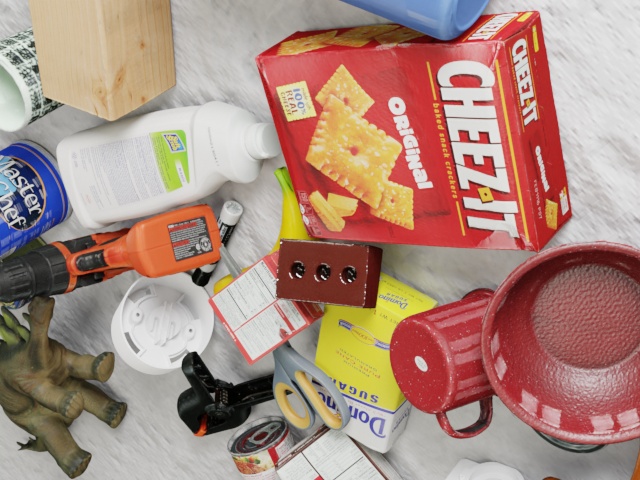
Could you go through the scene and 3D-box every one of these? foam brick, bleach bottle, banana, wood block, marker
[{"bbox_3d":[0.008,0.028,0.892,0.078,0.051,0.053,4,87,14],"label":"foam brick"},{"bbox_3d":[-0.136,-0.070,0.990,0.251,0.068,0.102,-5,110,39],"label":"bleach bottle"},{"bbox_3d":[-0.043,0.012,0.991,0.070,0.037,0.198,49,137,15],"label":"banana"},{"bbox_3d":[-0.190,-0.221,0.912,0.091,0.090,0.206,21,130,27],"label":"wood block"},{"bbox_3d":[-0.103,0.006,1.046,0.020,0.020,0.121,40,136,10],"label":"marker"}]

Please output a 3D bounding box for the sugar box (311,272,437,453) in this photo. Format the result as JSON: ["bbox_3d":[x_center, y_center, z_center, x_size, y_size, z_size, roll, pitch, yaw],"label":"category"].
[{"bbox_3d":[0.043,0.109,0.978,0.093,0.048,0.176,28,131,23],"label":"sugar box"}]

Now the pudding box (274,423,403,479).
[{"bbox_3d":[0.023,0.240,1.063,0.090,0.039,0.113,-40,92,14],"label":"pudding box"}]

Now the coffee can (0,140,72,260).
[{"bbox_3d":[-0.349,-0.032,1.133,0.103,0.140,0.103,21,130,27],"label":"coffee can"}]

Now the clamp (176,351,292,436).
[{"bbox_3d":[-0.094,0.166,1.119,0.120,0.039,0.172,14,149,-7],"label":"clamp"}]

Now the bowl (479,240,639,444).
[{"bbox_3d":[0.201,0.068,0.791,0.162,0.055,0.162,4,110,11],"label":"bowl"}]

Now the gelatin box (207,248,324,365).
[{"bbox_3d":[-0.049,0.060,0.962,0.089,0.030,0.073,-37,85,35],"label":"gelatin box"}]

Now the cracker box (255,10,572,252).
[{"bbox_3d":[0.068,-0.079,0.811,0.214,0.072,0.164,4,121,37],"label":"cracker box"}]

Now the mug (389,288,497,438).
[{"bbox_3d":[0.112,0.104,0.866,0.093,0.081,0.117,6,106,56],"label":"mug"}]

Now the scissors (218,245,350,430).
[{"bbox_3d":[-0.048,0.104,1.015,0.202,0.016,0.096,50,140,7],"label":"scissors"}]

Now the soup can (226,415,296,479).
[{"bbox_3d":[-0.048,0.247,1.130,0.069,0.068,0.102,-6,115,41],"label":"soup can"}]

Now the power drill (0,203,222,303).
[{"bbox_3d":[-0.201,0.014,1.017,0.188,0.184,0.057,-9,98,41],"label":"power drill"}]
